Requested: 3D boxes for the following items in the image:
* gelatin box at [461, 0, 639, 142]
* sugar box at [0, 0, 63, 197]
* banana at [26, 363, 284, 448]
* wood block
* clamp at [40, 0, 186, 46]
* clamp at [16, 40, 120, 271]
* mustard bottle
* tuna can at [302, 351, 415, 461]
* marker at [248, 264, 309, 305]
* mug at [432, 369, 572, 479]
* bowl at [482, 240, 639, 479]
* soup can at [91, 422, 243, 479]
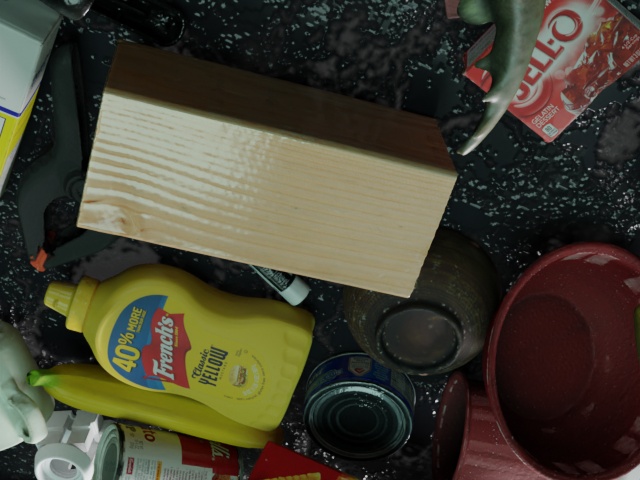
[{"bbox_3d":[0.140,-0.113,0.639,0.073,0.030,0.089,36,121,-16],"label":"gelatin box"},{"bbox_3d":[-0.231,-0.094,0.678,0.093,0.048,0.176,26,133,-11],"label":"sugar box"},{"bbox_3d":[-0.127,0.127,0.819,0.197,0.070,0.037,14,97,-13],"label":"banana"},{"bbox_3d":[-0.034,-0.044,0.652,0.206,0.090,0.091,12,118,-11],"label":"wood block"},{"bbox_3d":[-0.179,-0.168,0.610,0.210,0.164,0.036,30,98,13],"label":"clamp"},{"bbox_3d":[-0.161,-0.051,0.718,0.120,0.039,0.172,40,115,-15],"label":"clamp"},{"bbox_3d":[-0.107,0.068,0.778,0.191,0.058,0.096,19,117,-4],"label":"mustard bottle"},{"bbox_3d":[0.029,0.128,0.815,0.086,0.033,0.086,4,124,5],"label":"tuna can"},{"bbox_3d":[-0.055,0.001,0.750,0.020,0.020,0.121,-36,112,27],"label":"marker"},{"bbox_3d":[0.131,0.158,0.778,0.081,0.117,0.093,10,163,-5],"label":"mug"},{"bbox_3d":[0.167,0.081,0.722,0.161,0.055,0.162,0,90,-24],"label":"bowl"},{"bbox_3d":[-0.120,0.183,0.835,0.102,0.068,0.069,14,127,-25],"label":"soup can"}]
